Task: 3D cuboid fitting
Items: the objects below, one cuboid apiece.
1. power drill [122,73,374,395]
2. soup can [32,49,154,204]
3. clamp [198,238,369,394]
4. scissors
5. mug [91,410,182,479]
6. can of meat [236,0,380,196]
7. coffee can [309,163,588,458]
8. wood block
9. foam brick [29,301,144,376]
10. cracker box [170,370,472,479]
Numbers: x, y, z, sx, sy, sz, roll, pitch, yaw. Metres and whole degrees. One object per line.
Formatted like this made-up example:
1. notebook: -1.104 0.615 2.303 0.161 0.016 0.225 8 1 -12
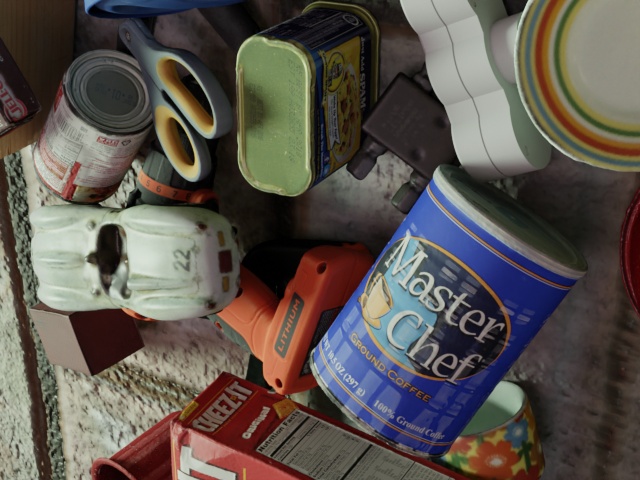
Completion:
1. power drill: -0.055 0.001 0.714 0.188 0.057 0.184 32 117 33
2. soup can: -0.157 -0.077 0.742 0.068 0.068 0.102 48 144 3
3. clamp: -0.049 0.053 0.775 0.164 0.036 0.210 50 125 9
4. scissors: -0.117 -0.113 0.695 0.202 0.016 0.096 43 142 36
5. mug: -0.114 0.187 0.838 0.117 0.081 0.093 -19 102 53
6. can of meat: -0.008 -0.086 0.651 0.058 0.083 0.102 13 119 26
7. coffee can: 0.073 0.041 0.626 0.103 0.102 0.140 37 107 11
8. wood block: -0.231 -0.173 0.743 0.090 0.090 0.206 23 123 20
9. foam brick: -0.185 0.068 0.842 0.078 0.051 0.053 4 117 52
10. cracker box: 0.002 0.204 0.711 0.214 0.072 0.164 20 125 25
